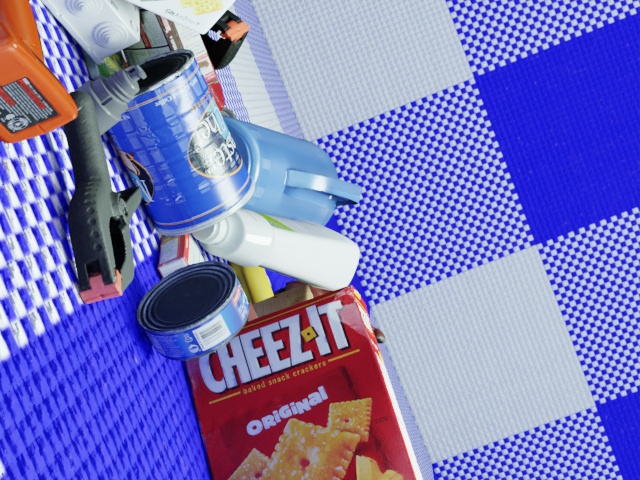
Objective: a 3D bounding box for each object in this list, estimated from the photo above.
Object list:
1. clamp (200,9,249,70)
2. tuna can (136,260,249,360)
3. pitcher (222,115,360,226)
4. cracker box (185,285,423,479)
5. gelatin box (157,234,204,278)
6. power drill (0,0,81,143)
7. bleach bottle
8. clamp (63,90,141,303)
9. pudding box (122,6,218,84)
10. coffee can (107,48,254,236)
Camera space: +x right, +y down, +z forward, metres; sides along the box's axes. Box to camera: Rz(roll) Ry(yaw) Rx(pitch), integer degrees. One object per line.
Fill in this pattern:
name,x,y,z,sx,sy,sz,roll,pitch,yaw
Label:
clamp,-0.149,-0.231,1.220,0.210,0.036,0.164,20,-39,45
tuna can,-0.101,0.056,0.854,0.086,0.086,0.033,-102,170,-57
pitcher,-0.066,-0.071,1.232,0.145,0.149,0.242,55,13,14
cracker box,-0.012,0.165,0.904,0.072,0.164,0.214,61,10,-64
gelatin box,-0.121,0.041,1.001,0.073,0.030,0.089,-101,169,-65
power drill,-0.221,-0.171,0.688,0.184,0.057,0.188,58,13,-63
bleach bottle,-0.057,0.001,1.118,0.250,0.103,0.068,17,95,-59
clamp,-0.166,-0.030,0.792,0.171,0.039,0.120,-103,169,-53
pudding box,-0.156,-0.189,1.046,0.114,0.039,0.090,13,-51,56
coffee can,-0.134,-0.089,0.980,0.103,0.103,0.140,-99,166,-64
